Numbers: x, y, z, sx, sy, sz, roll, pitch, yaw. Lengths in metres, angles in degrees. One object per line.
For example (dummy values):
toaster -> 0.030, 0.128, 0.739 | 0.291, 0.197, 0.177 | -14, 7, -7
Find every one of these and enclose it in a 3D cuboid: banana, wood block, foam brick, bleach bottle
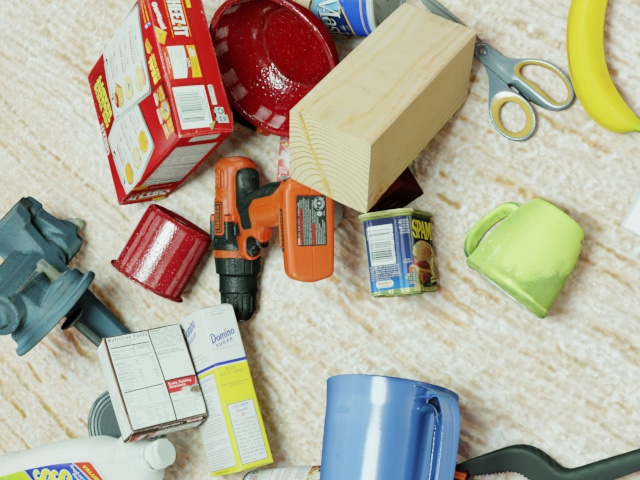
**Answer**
banana -> 0.278, -0.188, 1.058 | 0.069, 0.037, 0.198 | -11, 83, 2
wood block -> 0.063, -0.134, 1.046 | 0.090, 0.091, 0.205 | 26, 52, 21
foam brick -> 0.064, -0.059, 1.110 | 0.053, 0.078, 0.051 | -36, 75, 18
bleach bottle -> -0.265, 0.259, 1.192 | 0.251, 0.068, 0.102 | -24, 91, 31

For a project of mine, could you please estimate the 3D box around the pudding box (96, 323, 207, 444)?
pudding box -> -0.180, 0.151, 1.140 | 0.039, 0.089, 0.113 | -54, 52, 53

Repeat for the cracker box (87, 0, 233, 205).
cracker box -> -0.177, -0.151, 1.160 | 0.214, 0.072, 0.164 | -33, 69, 58

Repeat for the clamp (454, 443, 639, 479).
clamp -> 0.226, 0.266, 1.039 | 0.210, 0.036, 0.164 | 6, 87, 24

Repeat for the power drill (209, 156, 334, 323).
power drill -> -0.057, 0.001, 1.119 | 0.188, 0.057, 0.184 | 3, 97, 57

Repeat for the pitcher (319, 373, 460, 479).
pitcher -> 0.062, 0.253, 1.019 | 0.145, 0.149, 0.243 | 3, 72, 15

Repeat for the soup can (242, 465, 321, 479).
soup can -> -0.027, 0.273, 1.124 | 0.102, 0.068, 0.068 | -9, 83, 22

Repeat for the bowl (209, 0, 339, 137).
bowl -> -0.038, -0.190, 1.109 | 0.162, 0.055, 0.162 | 21, 133, 25

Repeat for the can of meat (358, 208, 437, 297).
can of meat -> 0.082, 0.014, 1.084 | 0.057, 0.102, 0.084 | -8, 85, 21

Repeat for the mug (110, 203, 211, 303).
mug -> -0.180, 0.008, 1.205 | 0.081, 0.093, 0.117 | -59, 33, 3

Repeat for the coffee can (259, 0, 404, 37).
coffee can -> 0.009, -0.271, 1.135 | 0.140, 0.102, 0.103 | 10, 89, 22

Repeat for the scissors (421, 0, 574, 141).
scissors -> 0.166, -0.175, 1.110 | 0.202, 0.016, 0.096 | 31, 97, 21

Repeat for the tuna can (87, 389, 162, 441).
tuna can -> -0.223, 0.211, 1.227 | 0.086, 0.033, 0.086 | -2, 85, 22

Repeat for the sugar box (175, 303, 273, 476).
sugar box -> -0.106, 0.163, 1.155 | 0.093, 0.048, 0.176 | -31, 70, 59
